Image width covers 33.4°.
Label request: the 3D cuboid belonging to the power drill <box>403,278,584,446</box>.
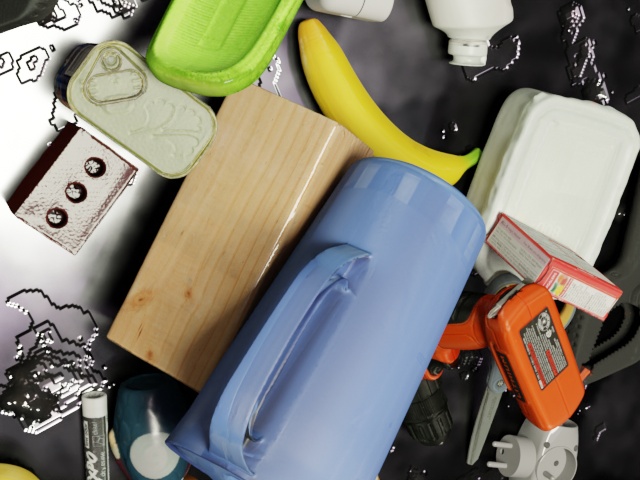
[{"bbox_3d":[0.107,0.094,0.825,0.057,0.188,0.184,-38,114,-33],"label":"power drill"}]

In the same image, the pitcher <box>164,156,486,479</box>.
[{"bbox_3d":[0.011,0.064,0.701,0.145,0.149,0.242,36,72,-20],"label":"pitcher"}]

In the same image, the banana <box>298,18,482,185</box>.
[{"bbox_3d":[0.047,-0.092,0.843,0.197,0.037,0.069,35,57,-28],"label":"banana"}]

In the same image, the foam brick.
[{"bbox_3d":[-0.176,-0.037,0.752,0.053,0.051,0.078,37,87,-24],"label":"foam brick"}]

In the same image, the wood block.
[{"bbox_3d":[-0.055,0.001,0.772,0.206,0.090,0.090,-63,158,0],"label":"wood block"}]

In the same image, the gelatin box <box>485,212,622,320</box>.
[{"bbox_3d":[0.176,0.020,0.817,0.073,0.089,0.030,24,104,-27],"label":"gelatin box"}]

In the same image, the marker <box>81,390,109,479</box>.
[{"bbox_3d":[-0.171,0.175,0.819,0.020,0.020,0.121,-5,104,-21],"label":"marker"}]

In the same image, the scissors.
[{"bbox_3d":[0.169,0.108,0.909,0.096,0.016,0.202,-13,126,-11],"label":"scissors"}]

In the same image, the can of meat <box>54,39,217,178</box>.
[{"bbox_3d":[-0.131,-0.094,0.740,0.102,0.084,0.057,36,87,-25],"label":"can of meat"}]

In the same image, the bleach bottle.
[{"bbox_3d":[0.132,-0.262,0.824,0.102,0.068,0.251,-2,105,-21],"label":"bleach bottle"}]
